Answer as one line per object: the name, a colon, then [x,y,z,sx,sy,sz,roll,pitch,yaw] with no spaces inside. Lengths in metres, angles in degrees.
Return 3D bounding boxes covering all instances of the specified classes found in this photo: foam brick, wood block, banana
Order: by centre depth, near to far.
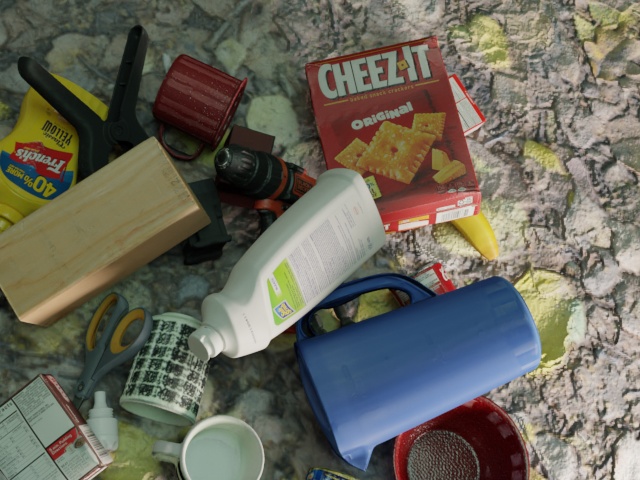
wood block: [-0.226,-0.007,1.089,0.206,0.091,0.090,-33,81,-1]
foam brick: [-0.088,-0.083,1.221,0.051,0.053,0.078,17,67,-11]
banana: [0.136,-0.045,1.290,0.197,0.037,0.069,24,92,-6]

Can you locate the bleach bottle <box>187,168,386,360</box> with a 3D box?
bleach bottle: [-0.040,0.030,1.073,0.250,0.068,0.102,-39,114,-35]

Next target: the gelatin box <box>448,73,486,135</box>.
gelatin box: [0.151,-0.157,1.336,0.089,0.030,0.073,-31,84,-24]

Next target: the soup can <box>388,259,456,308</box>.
soup can: [0.132,0.082,1.223,0.068,0.069,0.102,-27,81,-24]

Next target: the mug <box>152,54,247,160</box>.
mug: [-0.144,-0.149,1.215,0.081,0.093,0.117,25,102,-3]

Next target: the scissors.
scissors: [-0.225,0.145,1.086,0.016,0.096,0.201,39,55,-44]

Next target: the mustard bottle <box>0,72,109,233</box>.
mustard bottle: [-0.305,-0.081,1.148,0.096,0.058,0.191,33,65,-19]

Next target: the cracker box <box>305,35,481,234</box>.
cracker box: [0.081,-0.119,1.240,0.164,0.072,0.214,-12,69,0]

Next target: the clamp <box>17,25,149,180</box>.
clamp: [-0.223,-0.126,1.158,0.164,0.036,0.210,-36,115,-39]

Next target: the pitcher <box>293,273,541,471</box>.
pitcher: [0.097,0.117,1.121,0.242,0.145,0.149,-21,123,-7]

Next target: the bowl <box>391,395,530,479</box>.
bowl: [0.146,0.248,1.175,0.162,0.055,0.162,6,70,-16]

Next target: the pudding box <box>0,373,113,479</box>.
pudding box: [-0.274,0.201,1.050,0.090,0.039,0.113,-38,80,0]

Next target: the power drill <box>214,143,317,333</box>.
power drill: [-0.058,0.001,1.147,0.184,0.057,0.187,21,73,-52]
